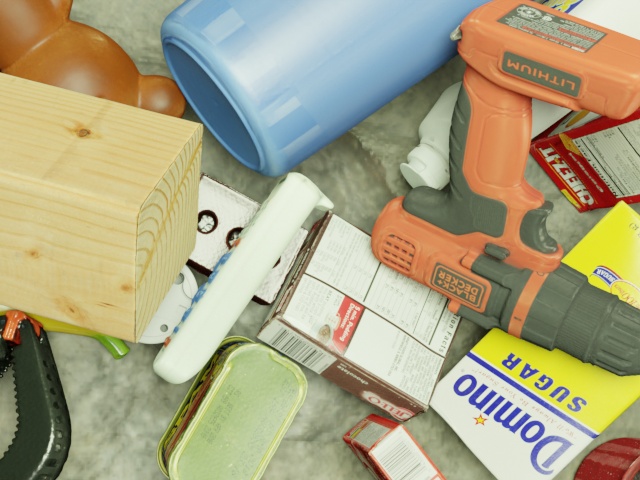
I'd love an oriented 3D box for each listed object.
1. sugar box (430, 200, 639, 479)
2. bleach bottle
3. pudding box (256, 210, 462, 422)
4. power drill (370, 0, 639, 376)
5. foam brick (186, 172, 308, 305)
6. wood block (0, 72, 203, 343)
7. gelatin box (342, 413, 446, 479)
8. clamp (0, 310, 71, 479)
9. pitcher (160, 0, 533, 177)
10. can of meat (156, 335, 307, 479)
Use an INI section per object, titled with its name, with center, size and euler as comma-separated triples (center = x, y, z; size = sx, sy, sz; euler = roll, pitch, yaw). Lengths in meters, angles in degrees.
[sugar box]
center = 0.158, 0.070, 0.664
size = 0.176, 0.048, 0.093
euler = -47, 72, 8
[bleach bottle]
center = 0.155, -0.118, 0.691
size = 0.250, 0.103, 0.068
euler = -42, 107, -11
[pudding box]
center = 0.030, 0.048, 0.674
size = 0.113, 0.039, 0.090
euler = 32, 57, -9
[power drill]
center = 0.124, -0.026, 0.591
size = 0.185, 0.188, 0.057
euler = 25, 37, 19
[foam brick]
center = -0.054, 0.001, 0.668
size = 0.078, 0.051, 0.053
euler = 28, 81, -8
[wood block]
center = -0.177, -0.031, 0.574
size = 0.206, 0.090, 0.090
euler = 15, 38, 8
[gelatin box]
center = 0.057, 0.153, 0.666
size = 0.030, 0.073, 0.089
euler = -38, 94, -11
[clamp]
center = -0.184, 0.145, 0.590
size = 0.165, 0.036, 0.210
euler = 16, 75, 13
[pitcher]
center = 0.030, -0.146, 0.623
size = 0.242, 0.149, 0.145
euler = -38, 52, -12
[can of meat]
center = -0.054, 0.109, 0.643
size = 0.057, 0.084, 0.102
euler = 31, 81, -7
